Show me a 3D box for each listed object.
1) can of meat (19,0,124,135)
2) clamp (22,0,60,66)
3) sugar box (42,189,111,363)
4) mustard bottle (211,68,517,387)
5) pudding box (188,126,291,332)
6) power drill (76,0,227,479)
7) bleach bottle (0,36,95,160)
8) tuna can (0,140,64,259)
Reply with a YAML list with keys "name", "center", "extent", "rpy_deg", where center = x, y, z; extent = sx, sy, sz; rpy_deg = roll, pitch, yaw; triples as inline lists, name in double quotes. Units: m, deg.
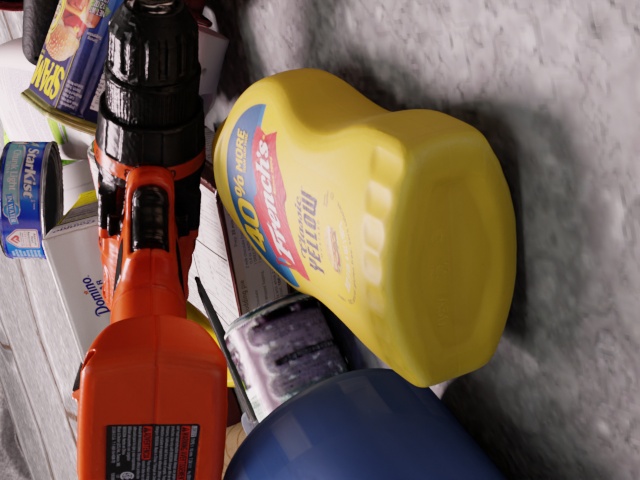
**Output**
- name: "can of meat"
  center: [-0.131, -0.109, 0.632]
  extent: [0.102, 0.057, 0.084]
  rpy_deg: [33, 103, 59]
- name: "clamp"
  center: [-0.166, -0.206, 0.662]
  extent: [0.172, 0.039, 0.120]
  rpy_deg: [109, 161, -51]
- name: "sugar box"
  center: [-0.159, 0.019, 0.792]
  extent: [0.176, 0.048, 0.093]
  rpy_deg: [-122, 16, -76]
- name: "mustard bottle"
  center: [0.002, -0.021, 0.445]
  extent: [0.192, 0.058, 0.096]
  rpy_deg: [34, 137, 56]
- name: "pudding box"
  center: [-0.054, 0.001, 0.617]
  extent: [0.090, 0.039, 0.113]
  rpy_deg: [35, 141, 51]
- name: "power drill"
  center: [-0.072, 0.009, 0.462]
  extent: [0.187, 0.057, 0.184]
  rpy_deg: [-99, 12, -49]
- name: "bleach bottle"
  center: [-0.181, -0.099, 0.798]
  extent: [0.251, 0.068, 0.102]
  rpy_deg: [23, 133, 57]
- name: "tuna can"
  center: [-0.206, -0.029, 0.760]
  extent: [0.086, 0.033, 0.086]
  rpy_deg: [180, 90, -85]
